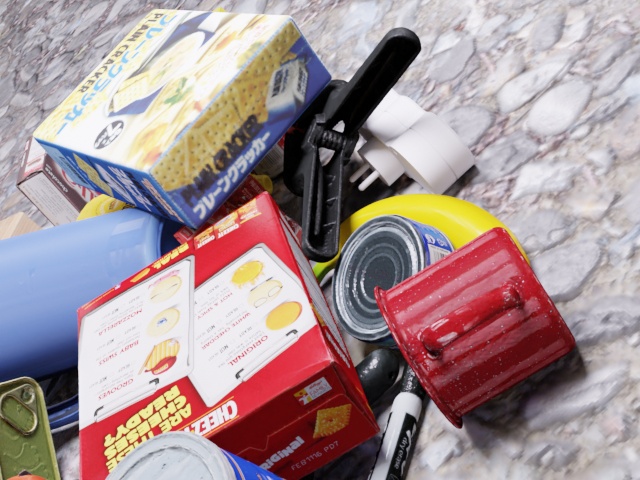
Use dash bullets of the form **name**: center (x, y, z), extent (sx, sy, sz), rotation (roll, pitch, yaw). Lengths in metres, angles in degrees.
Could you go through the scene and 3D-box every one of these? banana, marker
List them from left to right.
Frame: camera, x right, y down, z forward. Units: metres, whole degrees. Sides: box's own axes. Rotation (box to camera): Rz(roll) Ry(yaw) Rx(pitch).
- **marker**: center (0.044, 0.120, 0.626), extent (0.020, 0.020, 0.121), rotation (-13, 42, 40)
- **banana**: center (0.068, 0.000, 0.733), extent (0.198, 0.037, 0.069), rotation (-6, 72, 48)

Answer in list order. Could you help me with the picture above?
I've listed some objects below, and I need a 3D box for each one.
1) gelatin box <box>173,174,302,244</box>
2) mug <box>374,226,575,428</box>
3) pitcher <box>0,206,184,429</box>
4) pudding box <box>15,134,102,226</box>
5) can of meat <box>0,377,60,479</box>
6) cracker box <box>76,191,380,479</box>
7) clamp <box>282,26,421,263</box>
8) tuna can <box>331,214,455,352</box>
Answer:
- **gelatin box**: center (-0.055, 0.001, 0.815), extent (0.073, 0.089, 0.030), rotation (-46, 32, -5)
- **mug**: center (0.086, 0.044, 0.589), extent (0.081, 0.117, 0.093), rotation (-32, 75, 8)
- **pitcher**: center (-0.203, 0.056, 0.881), extent (0.243, 0.149, 0.144), rotation (-15, 25, 26)
- **pudding box**: center (-0.254, -0.049, 1.080), extent (0.039, 0.113, 0.090), rotation (-31, 33, 14)
- **can of meat**: center (-0.258, 0.163, 0.832), extent (0.084, 0.102, 0.057), rotation (-12, 0, 31)
- **cracker box**: center (-0.069, 0.079, 0.678), extent (0.164, 0.072, 0.214), rotation (-32, 31, 4)
- **clamp**: center (0.012, -0.083, 0.784), extent (0.164, 0.036, 0.210), rotation (-65, 15, 9)
- **tuna can**: center (0.047, 0.027, 0.689), extent (0.086, 0.033, 0.086), rotation (-21, 61, 44)
